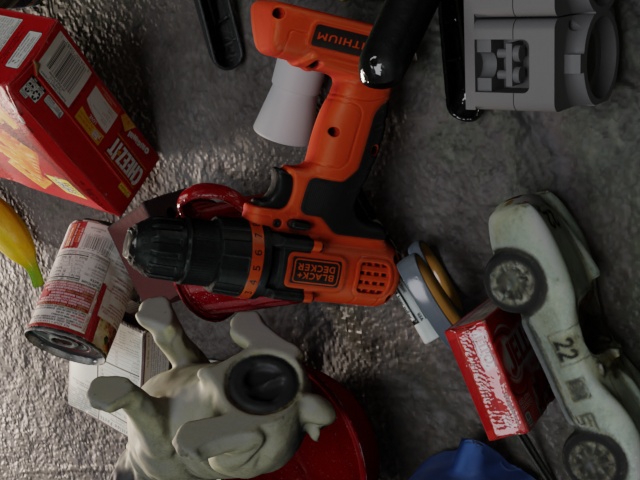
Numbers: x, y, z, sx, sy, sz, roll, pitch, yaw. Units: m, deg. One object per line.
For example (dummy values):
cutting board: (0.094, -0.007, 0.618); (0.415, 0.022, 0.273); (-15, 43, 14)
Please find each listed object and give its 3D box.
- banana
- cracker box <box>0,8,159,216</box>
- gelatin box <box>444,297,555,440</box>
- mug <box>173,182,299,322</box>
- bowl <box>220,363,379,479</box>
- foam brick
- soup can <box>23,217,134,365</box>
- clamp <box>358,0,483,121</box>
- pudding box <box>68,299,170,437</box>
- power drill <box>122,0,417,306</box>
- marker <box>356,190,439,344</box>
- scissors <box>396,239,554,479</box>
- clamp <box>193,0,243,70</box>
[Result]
banana: (-0.331, -0.026, 0.997); (0.198, 0.037, 0.070); (31, 119, 25)
cracker box: (-0.256, -0.109, 0.842); (0.214, 0.072, 0.164); (16, 155, 31)
gelatin box: (0.118, 0.075, 0.667); (0.030, 0.089, 0.073); (-21, 91, 30)
mug: (-0.055, 0.001, 0.765); (0.082, 0.093, 0.117); (-9, 132, 33)
bowl: (-0.009, 0.159, 0.799); (0.162, 0.055, 0.162); (11, 106, 43)
foam brick: (-0.121, 0.008, 0.845); (0.051, 0.052, 0.078); (-29, 87, 38)
soup can: (-0.189, 0.041, 0.864); (0.069, 0.068, 0.102); (-3, 59, 37)
clamp: (0.078, -0.171, 0.617); (0.036, 0.164, 0.210); (10, 87, 24)
pudding box: (-0.174, 0.107, 0.924); (0.090, 0.039, 0.113); (21, 117, 29)
power drill: (-0.023, -0.053, 0.680); (0.057, 0.184, 0.188); (-148, 67, -65)
marker: (0.050, 0.016, 0.744); (0.020, 0.020, 0.121); (-36, 82, 38)
scissors: (0.106, 0.078, 0.714); (0.016, 0.096, 0.201); (-29, 117, 14)
clamp: (-0.079, -0.213, 0.736); (0.120, 0.039, 0.171); (-25, 90, 59)
